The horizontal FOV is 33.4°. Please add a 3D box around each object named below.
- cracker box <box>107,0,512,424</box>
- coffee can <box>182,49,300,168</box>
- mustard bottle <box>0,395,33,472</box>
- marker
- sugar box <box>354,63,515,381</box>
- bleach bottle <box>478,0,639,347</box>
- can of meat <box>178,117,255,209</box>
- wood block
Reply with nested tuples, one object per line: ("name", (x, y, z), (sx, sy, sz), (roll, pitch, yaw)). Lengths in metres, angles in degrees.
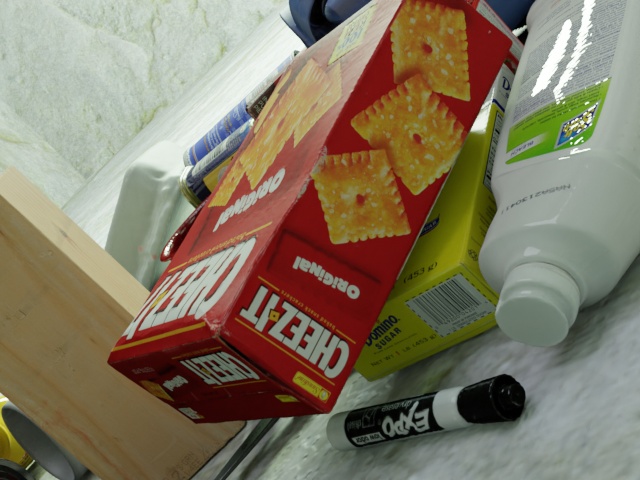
("cracker box", (-0.010, -0.017, 0.547), (0.213, 0.072, 0.164), (-61, 17, -23))
("coffee can", (-0.040, -0.088, 0.973), (0.140, 0.102, 0.103), (-41, 15, 16))
("mustard bottle", (-0.276, 0.173, 0.907), (0.096, 0.058, 0.192), (-49, 0, -14))
("marker", (0.044, 0.076, 0.462), (0.121, 0.020, 0.020), (-25, 24, 52))
("sugar box", (0.063, -0.016, 0.567), (0.093, 0.048, 0.176), (-30, 29, 34))
("bleach bottle", (0.122, -0.047, 0.503), (0.103, 0.068, 0.250), (-31, 23, 44))
("can of meat", (-0.052, -0.043, 0.887), (0.084, 0.102, 0.057), (-37, 16, 21))
("wood block", (-0.151, 0.060, 0.664), (0.090, 0.206, 0.091), (-44, 14, 3))
